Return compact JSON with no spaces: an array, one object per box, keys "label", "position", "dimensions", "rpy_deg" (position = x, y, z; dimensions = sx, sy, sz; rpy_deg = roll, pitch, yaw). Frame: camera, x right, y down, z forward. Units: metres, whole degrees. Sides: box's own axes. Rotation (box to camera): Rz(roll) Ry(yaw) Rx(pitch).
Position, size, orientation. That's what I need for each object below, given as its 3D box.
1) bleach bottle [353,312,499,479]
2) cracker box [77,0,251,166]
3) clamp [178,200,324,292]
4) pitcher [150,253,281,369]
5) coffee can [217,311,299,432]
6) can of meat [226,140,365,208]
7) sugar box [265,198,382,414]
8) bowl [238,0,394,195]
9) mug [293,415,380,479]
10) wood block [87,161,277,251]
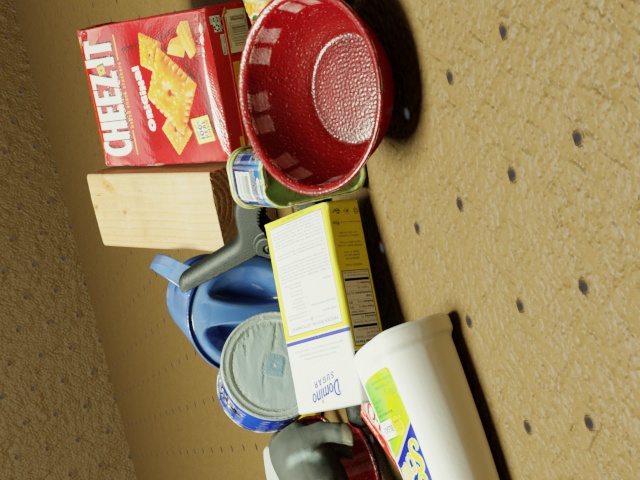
[{"label":"bleach bottle","position":[0.104,0.189,0.823],"dimensions":[0.103,0.068,0.251],"rpy_deg":[126,125,-65]},{"label":"cracker box","position":[-0.166,-0.169,1.186],"dimensions":[0.214,0.071,0.164],"rpy_deg":[1,107,39]},{"label":"clamp","position":[-0.057,0.001,1.062],"dimensions":[0.036,0.164,0.210],"rpy_deg":[-68,-9,-54]},{"label":"pitcher","position":[-0.119,0.069,1.252],"dimensions":[0.243,0.144,0.149],"rpy_deg":[-173,67,-73]},{"label":"coffee can","position":[-0.050,0.134,1.063],"dimensions":[0.140,0.102,0.103],"rpy_deg":[115,138,-73]},{"label":"can of meat","position":[-0.021,-0.061,0.943],"dimensions":[0.084,0.102,0.057],"rpy_deg":[-169,67,-67]},{"label":"sugar box","position":[0.007,0.059,0.940],"dimensions":[0.094,0.048,0.176],"rpy_deg":[-20,79,50]},{"label":"bowl","position":[0.006,-0.119,0.847],"dimensions":[0.162,0.055,0.162],"rpy_deg":[12,106,44]},{"label":"mug","position":[0.002,0.232,1.104],"dimensions":[0.093,0.081,0.117],"rpy_deg":[101,149,-50]},{"label":"wood block","position":[-0.159,-0.045,1.218],"dimensions":[0.207,0.090,0.090],"rpy_deg":[2,109,40]}]
